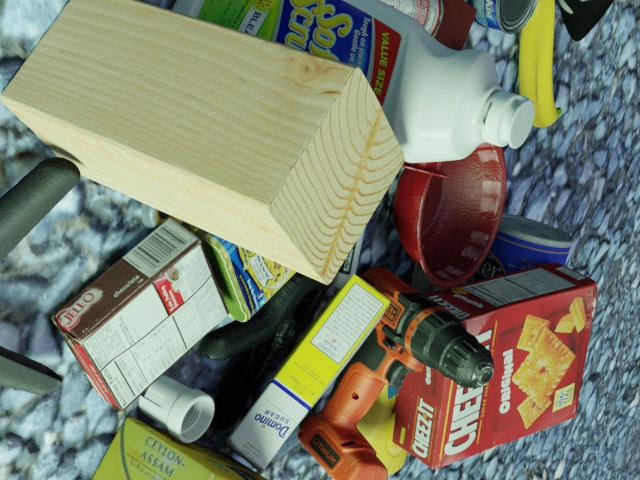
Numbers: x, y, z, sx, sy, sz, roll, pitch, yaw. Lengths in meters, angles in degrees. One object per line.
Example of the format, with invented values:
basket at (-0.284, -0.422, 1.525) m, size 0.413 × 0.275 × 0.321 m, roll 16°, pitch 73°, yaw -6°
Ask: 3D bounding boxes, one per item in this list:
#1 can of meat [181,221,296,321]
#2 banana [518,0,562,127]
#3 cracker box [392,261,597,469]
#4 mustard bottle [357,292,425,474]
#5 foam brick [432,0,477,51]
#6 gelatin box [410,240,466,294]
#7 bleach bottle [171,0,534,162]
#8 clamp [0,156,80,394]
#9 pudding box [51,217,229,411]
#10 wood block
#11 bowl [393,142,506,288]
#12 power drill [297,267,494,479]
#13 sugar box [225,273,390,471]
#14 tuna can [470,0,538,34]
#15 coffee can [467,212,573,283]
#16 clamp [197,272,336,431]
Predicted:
can of meat at (-0.055, 0.001, 0.814) m, size 0.083 × 0.058 × 0.102 m, roll -46°, pitch 142°, yaw -27°
banana at (0.235, -0.187, 1.148) m, size 0.198 × 0.037 × 0.069 m, roll 73°, pitch 30°, yaw -48°
cracker box at (0.182, 0.124, 1.087) m, size 0.213 × 0.072 × 0.164 m, roll -11°, pitch 115°, yaw -36°
mustard bottle at (0.076, 0.145, 1.099) m, size 0.096 × 0.058 × 0.192 m, roll 2°, pitch 108°, yaw -51°
foam brick at (0.089, -0.190, 0.911) m, size 0.078 × 0.051 × 0.053 m, roll 14°, pitch 99°, yaw -58°
gelatin box at (0.127, 0.033, 1.130) m, size 0.073 × 0.030 × 0.089 m, roll -24°, pitch 128°, yaw -46°
bleach bottle at (0.019, -0.114, 0.665) m, size 0.102 × 0.251 × 0.068 m, roll -61°, pitch 148°, yaw -9°
clamp at (-0.224, 0.052, 0.614) m, size 0.209 × 0.036 × 0.165 m, roll -27°, pitch 133°, yaw -43°
pudding box at (-0.123, 0.053, 0.752) m, size 0.113 × 0.039 × 0.090 m, roll -41°, pitch 144°, yaw -21°
wood block at (-0.069, -0.065, 0.609) m, size 0.090 × 0.206 × 0.090 m, roll -58°, pitch 147°, yaw -15°
bowl at (0.118, -0.038, 1.038) m, size 0.161 × 0.055 × 0.162 m, roll -24°, pitch 122°, yaw -47°
power drill at (0.064, 0.138, 0.978) m, size 0.057 × 0.185 × 0.188 m, roll 19°, pitch 103°, yaw -37°
sugar box at (-0.013, 0.115, 0.915) m, size 0.176 × 0.048 × 0.093 m, roll -50°, pitch 175°, yaw -13°
tuna can at (0.180, -0.244, 1.027) m, size 0.086 × 0.034 × 0.086 m, roll -34°, pitch 136°, yaw -41°
coffee can at (0.214, 0.050, 1.200) m, size 0.102 × 0.103 × 0.140 m, roll -6°, pitch 114°, yaw -55°
clamp at (-0.045, 0.081, 0.899) m, size 0.171 × 0.039 × 0.120 m, roll -40°, pitch 156°, yaw -39°
